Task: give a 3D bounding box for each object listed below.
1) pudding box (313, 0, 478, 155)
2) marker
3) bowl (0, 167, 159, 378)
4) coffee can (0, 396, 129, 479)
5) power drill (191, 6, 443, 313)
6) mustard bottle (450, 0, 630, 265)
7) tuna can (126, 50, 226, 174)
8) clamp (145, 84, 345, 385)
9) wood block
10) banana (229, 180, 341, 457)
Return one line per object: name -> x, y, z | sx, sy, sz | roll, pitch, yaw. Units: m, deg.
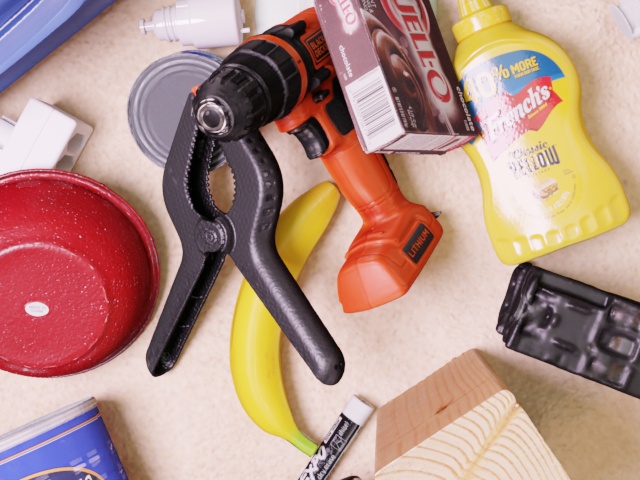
pudding box -> 0.050, -0.113, 0.701 | 0.039, 0.089, 0.113 | -24, 78, 39
marker -> -0.002, 0.166, 0.771 | 0.020, 0.020, 0.121 | 33, 93, 3
bowl -> -0.191, 0.035, 0.735 | 0.162, 0.055, 0.162 | -3, 111, -7
coffee can -> -0.177, 0.193, 0.741 | 0.103, 0.103, 0.140 | -24, 89, 3
power drill -> 0.004, -0.050, 0.690 | 0.057, 0.184, 0.187 | -19, 107, 32
mustard bottle -> 0.137, -0.086, 0.740 | 0.096, 0.058, 0.191 | -21, 88, 15
tuna can -> -0.092, -0.091, 0.757 | 0.086, 0.033, 0.086 | 1, 106, 5
clamp -> -0.055, 0.001, 0.718 | 0.165, 0.036, 0.210 | 5, 100, 32
wood block -> 0.093, 0.137, 0.671 | 0.091, 0.206, 0.090 | -34, 88, 4
banana -> -0.029, 0.053, 0.766 | 0.069, 0.037, 0.198 | 5, 92, -12
